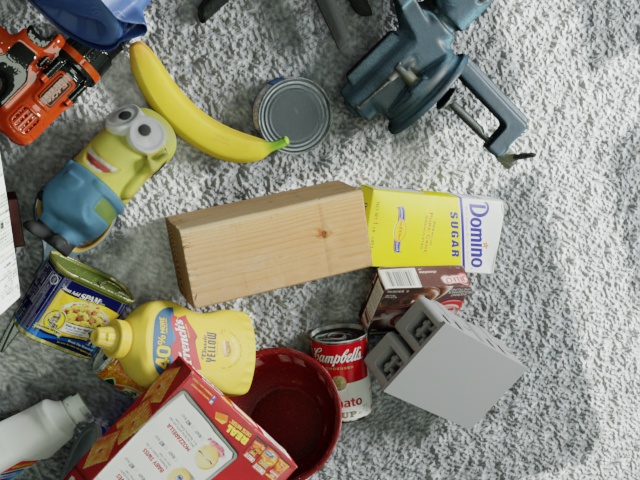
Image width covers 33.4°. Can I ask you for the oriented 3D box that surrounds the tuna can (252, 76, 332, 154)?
[{"bbox_3d":[-0.032,-0.140,1.192,0.086,0.034,0.086,-4,103,-18],"label":"tuna can"}]

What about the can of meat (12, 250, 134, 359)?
[{"bbox_3d":[-0.264,0.071,1.137,0.102,0.058,0.084,30,97,-39],"label":"can of meat"}]

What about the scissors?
[{"bbox_3d":[-0.305,0.018,1.144,0.201,0.016,0.096,-46,110,-5],"label":"scissors"}]

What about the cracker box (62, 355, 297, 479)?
[{"bbox_3d":[-0.157,0.254,1.107,0.213,0.072,0.164,-47,111,-6],"label":"cracker box"}]

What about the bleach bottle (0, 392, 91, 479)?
[{"bbox_3d":[-0.361,0.238,1.130,0.250,0.102,0.068,-32,73,-11],"label":"bleach bottle"}]

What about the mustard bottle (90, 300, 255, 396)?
[{"bbox_3d":[-0.161,0.114,1.157,0.191,0.058,0.096,13,72,-39],"label":"mustard bottle"}]

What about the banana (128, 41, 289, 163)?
[{"bbox_3d":[-0.132,-0.137,1.151,0.197,0.037,0.070,31,108,-14],"label":"banana"}]

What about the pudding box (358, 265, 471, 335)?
[{"bbox_3d":[0.111,0.071,1.264,0.113,0.039,0.090,0,137,-17],"label":"pudding box"}]

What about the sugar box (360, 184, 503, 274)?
[{"bbox_3d":[0.129,-0.012,1.270,0.176,0.048,0.093,4,101,-18],"label":"sugar box"}]

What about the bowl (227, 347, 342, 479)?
[{"bbox_3d":[-0.048,0.207,1.227,0.162,0.055,0.162,-5,70,13],"label":"bowl"}]

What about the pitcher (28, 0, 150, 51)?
[{"bbox_3d":[-0.189,-0.317,1.031,0.149,0.145,0.242,49,65,-33],"label":"pitcher"}]

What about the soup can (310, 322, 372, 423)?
[{"bbox_3d":[0.025,0.156,1.259,0.068,0.069,0.102,-9,105,-17],"label":"soup can"}]

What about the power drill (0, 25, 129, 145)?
[{"bbox_3d":[-0.300,-0.217,1.071,0.184,0.057,0.187,-48,111,-10],"label":"power drill"}]

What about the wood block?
[{"bbox_3d":[-0.058,0.002,1.185,0.205,0.090,0.091,-13,105,-16],"label":"wood block"}]

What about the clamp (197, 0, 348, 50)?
[{"bbox_3d":[-0.024,-0.308,1.130,0.164,0.036,0.210,16,107,-12],"label":"clamp"}]

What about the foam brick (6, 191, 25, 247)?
[{"bbox_3d":[-0.348,-0.017,1.101,0.078,0.053,0.051,-9,105,-17],"label":"foam brick"}]
